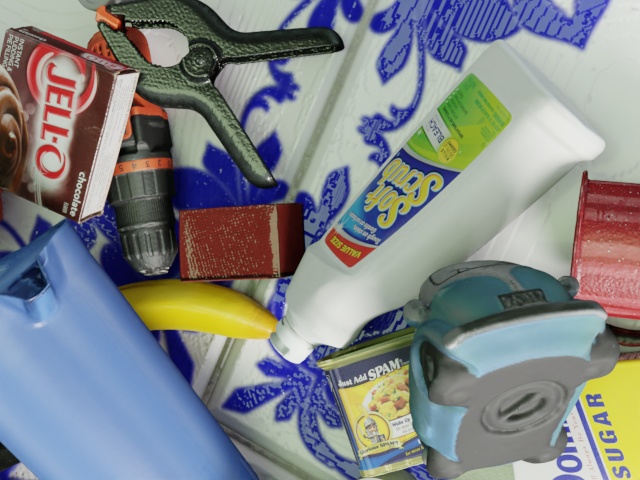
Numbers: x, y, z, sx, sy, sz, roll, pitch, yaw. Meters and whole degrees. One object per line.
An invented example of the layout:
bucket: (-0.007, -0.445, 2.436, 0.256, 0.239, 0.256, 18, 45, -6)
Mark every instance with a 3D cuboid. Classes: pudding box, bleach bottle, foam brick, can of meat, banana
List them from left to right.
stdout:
pudding box: (-0.183, -0.081, 0.739, 0.090, 0.039, 0.113, 23, 111, 16)
banana: (-0.127, 0.063, 0.798, 0.198, 0.037, 0.069, -18, 105, 22)
foam brick: (-0.055, 0.001, 0.756, 0.078, 0.053, 0.051, -3, 92, 20)
can of meat: (0.060, 0.104, 0.717, 0.102, 0.057, 0.084, -20, 87, 20)
bleach bottle: (0.060, -0.008, 0.693, 0.251, 0.068, 0.102, -47, 36, 18)

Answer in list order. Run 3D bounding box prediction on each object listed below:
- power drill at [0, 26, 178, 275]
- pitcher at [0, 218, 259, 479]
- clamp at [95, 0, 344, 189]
power drill: (-0.198, -0.054, 0.806, 0.188, 0.057, 0.184, -10, 86, 18)
pitcher: (-0.157, 0.116, 0.739, 0.145, 0.149, 0.243, -34, 103, 15)
clamp: (-0.080, -0.111, 0.743, 0.171, 0.039, 0.120, 17, 81, 6)
